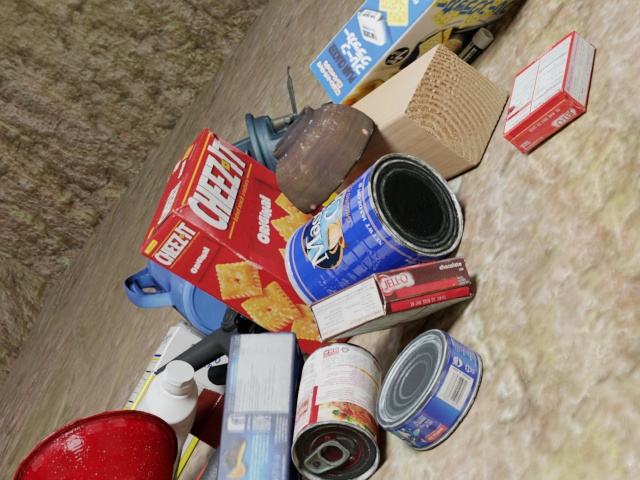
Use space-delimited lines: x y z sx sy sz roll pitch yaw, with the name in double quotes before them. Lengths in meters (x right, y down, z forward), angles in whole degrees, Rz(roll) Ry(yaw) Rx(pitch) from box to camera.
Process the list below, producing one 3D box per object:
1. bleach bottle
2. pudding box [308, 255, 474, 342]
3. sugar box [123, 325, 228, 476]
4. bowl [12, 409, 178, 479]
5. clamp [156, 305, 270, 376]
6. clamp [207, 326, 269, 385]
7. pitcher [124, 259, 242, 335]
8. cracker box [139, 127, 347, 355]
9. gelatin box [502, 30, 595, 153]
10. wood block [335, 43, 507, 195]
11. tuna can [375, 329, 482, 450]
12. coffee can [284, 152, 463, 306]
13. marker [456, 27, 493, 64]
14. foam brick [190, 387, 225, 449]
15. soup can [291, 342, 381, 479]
"bleach bottle" -0.172 0.226 1.100 0.102 0.068 0.251 -78 7 -54
"pudding box" 0.057 0.049 0.873 0.114 0.089 0.039 -34 69 57
"sugar box" -0.179 0.199 1.269 0.176 0.093 0.048 -61 16 -18
"bowl" -0.200 0.232 0.990 0.162 0.161 0.055 -51 46 18
"clamp" -0.094 0.099 1.158 0.210 0.036 0.164 12 72 50
"clamp" -0.080 0.143 1.184 0.120 0.039 0.171 -53 16 13
"pitcher" -0.159 0.054 1.416 0.149 0.145 0.243 -59 19 0
"cracker box" -0.057 0.001 1.069 0.072 0.213 0.164 -47 18 30
"gelatin box" 0.195 -0.126 0.910 0.073 0.030 0.089 -38 24 45
"wood block" 0.085 -0.105 1.088 0.206 0.090 0.090 -27 33 61
"tuna can" 0.079 0.109 0.788 0.086 0.033 0.086 -50 17 21
"coffee can" 0.046 -0.001 0.973 0.141 0.102 0.102 -39 23 46
"marker" 0.147 -0.190 1.197 0.121 0.020 0.020 -46 19 35
"foam brick" -0.108 0.195 1.142 0.053 0.051 0.078 -59 16 -12
"soup can" 0.015 0.138 0.859 0.069 0.068 0.102 -48 17 28
